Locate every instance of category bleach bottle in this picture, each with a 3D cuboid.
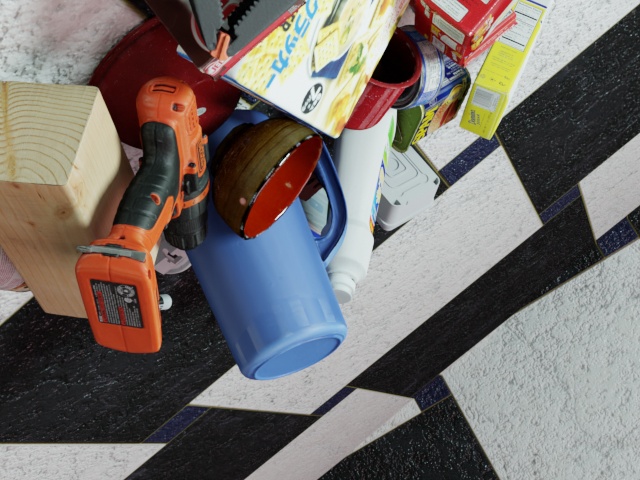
[{"bbox_3d":[0.035,-0.043,1.128,0.068,0.250,0.102,7,147,4],"label":"bleach bottle"}]

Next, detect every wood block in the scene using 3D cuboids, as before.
[{"bbox_3d":[-0.202,-0.024,0.854,0.090,0.090,0.206,6,149,10],"label":"wood block"}]

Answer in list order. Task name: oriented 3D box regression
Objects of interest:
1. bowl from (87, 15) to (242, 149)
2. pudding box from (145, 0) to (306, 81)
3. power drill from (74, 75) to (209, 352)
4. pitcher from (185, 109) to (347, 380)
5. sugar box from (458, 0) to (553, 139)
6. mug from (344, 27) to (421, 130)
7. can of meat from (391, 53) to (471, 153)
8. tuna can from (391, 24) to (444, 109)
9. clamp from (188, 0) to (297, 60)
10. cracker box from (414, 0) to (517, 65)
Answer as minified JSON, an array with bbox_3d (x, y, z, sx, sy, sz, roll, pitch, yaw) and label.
[{"bbox_3d":[-0.120,-0.127,0.918,0.162,0.055,0.162,-33,161,-14],"label":"bowl"},{"bbox_3d":[-0.079,-0.185,0.766,0.090,0.113,0.039,-40,164,6],"label":"pudding box"},{"bbox_3d":[-0.132,-0.007,0.842,0.057,0.187,0.184,5,139,7],"label":"power drill"},{"bbox_3d":[-0.057,0.001,1.024,0.144,0.243,0.149,0,149,-49],"label":"pitcher"},{"bbox_3d":[0.215,-0.212,1.219,0.093,0.048,0.176,101,13,-63],"label":"sugar box"},{"bbox_3d":[0.031,-0.166,1.066,0.117,0.093,0.082,9,145,-22],"label":"mug"},{"bbox_3d":[0.118,-0.159,1.216,0.083,0.057,0.102,-33,163,-25],"label":"can of meat"},{"bbox_3d":[0.087,-0.180,1.115,0.033,0.086,0.086,-20,154,-38],"label":"tuna can"},{"bbox_3d":[-0.027,-0.217,0.691,0.164,0.036,0.210,6,115,-17],"label":"clamp"},{"bbox_3d":[0.176,-0.274,0.982,0.214,0.072,0.164,-50,176,4],"label":"cracker box"}]
